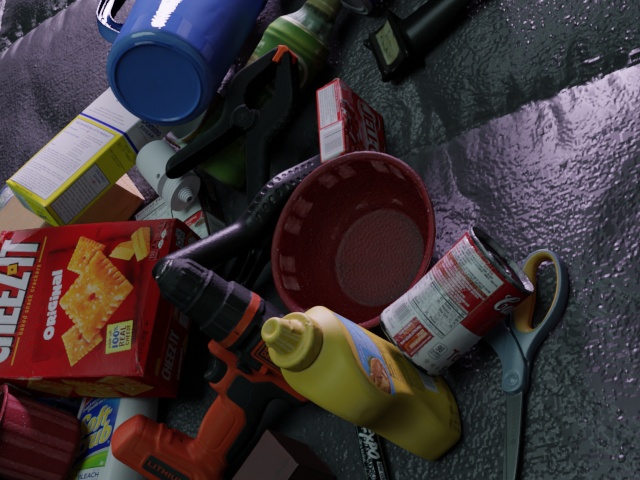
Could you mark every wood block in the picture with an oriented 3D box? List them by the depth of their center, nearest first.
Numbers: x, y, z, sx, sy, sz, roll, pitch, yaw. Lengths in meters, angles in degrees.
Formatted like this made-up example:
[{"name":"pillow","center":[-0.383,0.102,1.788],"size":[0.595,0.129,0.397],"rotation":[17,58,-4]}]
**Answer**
[{"name":"wood block","center":[-0.312,-0.008,1.232],"size":[0.206,0.090,0.091],"rotation":[-50,44,7]}]

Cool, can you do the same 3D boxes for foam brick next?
[{"name":"foam brick","center":[-0.037,0.208,0.888],"size":[0.078,0.051,0.053],"rotation":[-54,44,4]}]

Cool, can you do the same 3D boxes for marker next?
[{"name":"marker","center":[0.040,0.165,0.866],"size":[0.020,0.020,0.121],"rotation":[-32,48,24]}]

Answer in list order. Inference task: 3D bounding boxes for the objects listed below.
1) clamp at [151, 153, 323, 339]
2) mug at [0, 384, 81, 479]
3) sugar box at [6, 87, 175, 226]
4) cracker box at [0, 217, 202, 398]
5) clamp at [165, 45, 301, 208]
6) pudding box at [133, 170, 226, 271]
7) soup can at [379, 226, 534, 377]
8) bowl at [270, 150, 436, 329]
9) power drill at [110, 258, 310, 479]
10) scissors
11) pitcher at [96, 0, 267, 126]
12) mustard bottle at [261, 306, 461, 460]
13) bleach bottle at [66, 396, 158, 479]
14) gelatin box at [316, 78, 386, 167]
[{"name":"clamp","center":[-0.057,0.001,0.995],"size":[0.209,0.164,0.036],"rotation":[-42,66,-15]},{"name":"mug","center":[-0.279,0.202,1.000],"size":[0.093,0.081,0.117],"rotation":[-47,29,37]},{"name":"sugar box","center":[-0.240,-0.094,1.130],"size":[0.176,0.048,0.093],"rotation":[-44,43,-19]},{"name":"cracker box","center":[-0.230,0.067,1.038],"size":[0.214,0.072,0.164],"rotation":[-3,62,23]},{"name":"clamp","center":[-0.079,-0.112,1.042],"size":[0.120,0.039,0.171],"rotation":[18,81,18]},{"name":"pudding box","center":[-0.145,-0.006,1.118],"size":[0.090,0.039,0.113],"rotation":[-37,45,19]},{"name":"soup can","center":[0.103,0.048,0.818],"size":[0.102,0.068,0.068],"rotation":[-44,45,16]},{"name":"bowl","center":[0.038,0.007,0.922],"size":[0.162,0.055,0.162],"rotation":[-12,67,30]},{"name":"power drill","center":[-0.098,0.124,0.913],"size":[0.188,0.184,0.057],"rotation":[-51,13,17]},{"name":"scissors","center":[0.136,0.099,0.821],"size":[0.096,0.016,0.201],"rotation":[6,71,45]},{"name":"pitcher","center":[-0.148,-0.227,1.116],"size":[0.149,0.145,0.242],"rotation":[-34,25,32]},{"name":"mustard bottle","center":[0.025,0.098,0.792],"size":[0.058,0.191,0.096],"rotation":[-43,45,15]},{"name":"bleach bottle","center":[-0.205,0.186,1.046],"size":[0.103,0.068,0.251],"rotation":[-22,51,36]},{"name":"gelatin box","center":[0.031,-0.095,0.985],"size":[0.030,0.073,0.089],"rotation":[-25,51,29]}]
